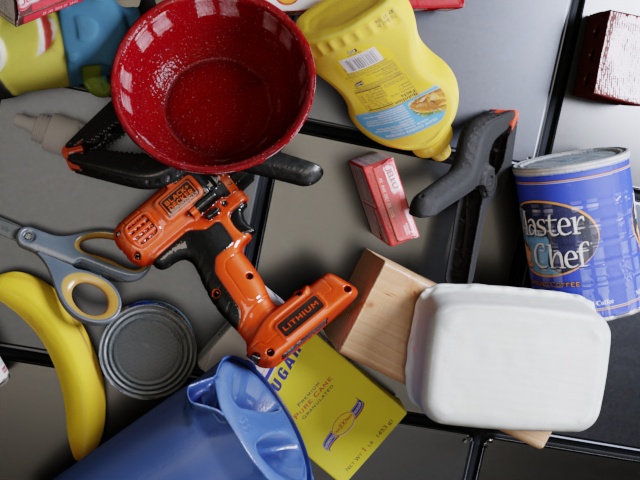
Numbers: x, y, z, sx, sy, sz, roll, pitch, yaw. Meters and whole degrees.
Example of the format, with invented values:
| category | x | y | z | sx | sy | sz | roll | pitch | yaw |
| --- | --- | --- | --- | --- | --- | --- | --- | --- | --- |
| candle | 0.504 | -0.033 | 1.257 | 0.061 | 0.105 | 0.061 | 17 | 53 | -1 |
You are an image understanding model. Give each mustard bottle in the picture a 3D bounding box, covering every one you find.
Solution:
| category | x | y | z | sx | sy | sz | roll | pitch | yaw |
| --- | --- | --- | --- | --- | --- | --- | --- | --- | --- |
| mustard bottle | 0.064 | -0.131 | 0.912 | 0.096 | 0.058 | 0.191 | -19 | 136 | 24 |

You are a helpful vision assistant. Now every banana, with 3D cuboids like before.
| category | x | y | z | sx | sy | sz | roll | pitch | yaw |
| --- | --- | --- | --- | --- | --- | --- | --- | --- | --- |
| banana | -0.234 | 0.101 | 0.944 | 0.070 | 0.037 | 0.198 | -27 | 99 | 14 |

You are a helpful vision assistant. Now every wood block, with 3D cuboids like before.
| category | x | y | z | sx | sy | sz | roll | pitch | yaw |
| --- | --- | --- | --- | --- | --- | --- | --- | --- | --- |
| wood block | 0.119 | 0.096 | 0.962 | 0.206 | 0.091 | 0.090 | 26 | 93 | -11 |

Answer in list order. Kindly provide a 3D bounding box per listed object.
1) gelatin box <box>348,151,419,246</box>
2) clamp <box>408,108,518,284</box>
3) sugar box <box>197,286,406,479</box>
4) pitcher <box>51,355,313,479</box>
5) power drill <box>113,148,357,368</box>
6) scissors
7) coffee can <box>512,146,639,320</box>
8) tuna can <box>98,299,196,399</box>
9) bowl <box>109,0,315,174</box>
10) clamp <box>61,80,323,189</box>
| category | x | y | z | sx | sy | sz | roll | pitch | yaw |
| --- | --- | --- | --- | --- | --- | --- | --- | --- | --- |
| gelatin box | 0.055 | -0.038 | 0.936 | 0.030 | 0.089 | 0.073 | -20 | 100 | -5 |
| clamp | 0.135 | -0.042 | 0.944 | 0.171 | 0.039 | 0.120 | -53 | 143 | -31 |
| sugar box | -0.017 | 0.131 | 0.970 | 0.176 | 0.048 | 0.093 | 40 | 91 | -12 |
| pitcher | -0.131 | 0.218 | 0.912 | 0.243 | 0.145 | 0.149 | -33 | 91 | 14 |
| power drill | -0.056 | 0.001 | 0.918 | 0.184 | 0.057 | 0.188 | -41 | 79 | -7 |
| scissors | -0.249 | 0.017 | 0.922 | 0.201 | 0.016 | 0.096 | 10 | 66 | -10 |
| coffee can | 0.233 | -0.006 | 0.958 | 0.102 | 0.103 | 0.140 | -11 | 99 | -6 |
| tuna can | -0.154 | 0.096 | 0.953 | 0.086 | 0.034 | 0.086 | -1 | 97 | -8 |
| bowl | -0.084 | -0.119 | 0.856 | 0.162 | 0.055 | 0.162 | 0 | 72 | -1 |
| clamp | -0.114 | -0.105 | 0.903 | 0.210 | 0.036 | 0.164 | -10 | 66 | -3 |
